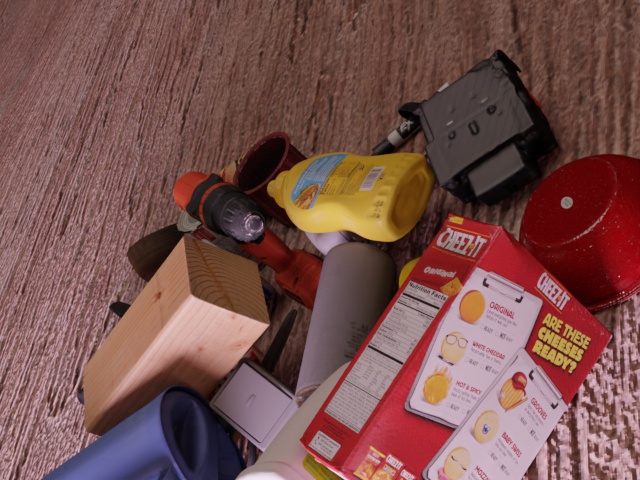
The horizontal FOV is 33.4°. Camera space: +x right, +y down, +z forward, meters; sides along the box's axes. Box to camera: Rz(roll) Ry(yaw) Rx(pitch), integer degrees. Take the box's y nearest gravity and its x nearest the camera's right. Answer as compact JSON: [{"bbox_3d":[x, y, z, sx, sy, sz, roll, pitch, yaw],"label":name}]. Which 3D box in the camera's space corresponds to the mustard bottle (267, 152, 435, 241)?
[{"bbox_3d":[0.018,-0.049,1.099,0.192,0.058,0.096,6,54,42],"label":"mustard bottle"}]

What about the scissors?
[{"bbox_3d":[-0.088,0.163,1.103,0.096,0.016,0.201,3,70,29],"label":"scissors"}]

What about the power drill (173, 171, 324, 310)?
[{"bbox_3d":[-0.057,0.001,1.123,0.057,0.187,0.185,-51,29,-5],"label":"power drill"}]

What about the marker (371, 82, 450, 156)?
[{"bbox_3d":[0.105,-0.133,1.218,0.121,0.020,0.020,-41,32,14],"label":"marker"}]

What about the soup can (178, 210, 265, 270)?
[{"bbox_3d":[-0.112,-0.010,1.286,0.069,0.102,0.068,-33,36,27],"label":"soup can"}]

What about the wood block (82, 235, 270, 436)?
[{"bbox_3d":[-0.149,0.107,1.068,0.206,0.090,0.091,-50,34,27],"label":"wood block"}]

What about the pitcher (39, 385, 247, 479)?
[{"bbox_3d":[-0.201,0.255,1.018,0.243,0.149,0.145,-33,51,15],"label":"pitcher"}]

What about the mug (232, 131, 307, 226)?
[{"bbox_3d":[-0.050,-0.074,1.294,0.093,0.081,0.117,-50,31,1],"label":"mug"}]

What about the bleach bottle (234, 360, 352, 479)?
[{"bbox_3d":[0.028,0.148,0.898,0.068,0.102,0.250,-29,16,41],"label":"bleach bottle"}]

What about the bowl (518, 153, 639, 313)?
[{"bbox_3d":[0.226,-0.018,0.908,0.162,0.055,0.162,-33,35,27],"label":"bowl"}]

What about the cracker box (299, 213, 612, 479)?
[{"bbox_3d":[0.106,0.112,0.819,0.213,0.164,0.072,-56,33,-9],"label":"cracker box"}]
